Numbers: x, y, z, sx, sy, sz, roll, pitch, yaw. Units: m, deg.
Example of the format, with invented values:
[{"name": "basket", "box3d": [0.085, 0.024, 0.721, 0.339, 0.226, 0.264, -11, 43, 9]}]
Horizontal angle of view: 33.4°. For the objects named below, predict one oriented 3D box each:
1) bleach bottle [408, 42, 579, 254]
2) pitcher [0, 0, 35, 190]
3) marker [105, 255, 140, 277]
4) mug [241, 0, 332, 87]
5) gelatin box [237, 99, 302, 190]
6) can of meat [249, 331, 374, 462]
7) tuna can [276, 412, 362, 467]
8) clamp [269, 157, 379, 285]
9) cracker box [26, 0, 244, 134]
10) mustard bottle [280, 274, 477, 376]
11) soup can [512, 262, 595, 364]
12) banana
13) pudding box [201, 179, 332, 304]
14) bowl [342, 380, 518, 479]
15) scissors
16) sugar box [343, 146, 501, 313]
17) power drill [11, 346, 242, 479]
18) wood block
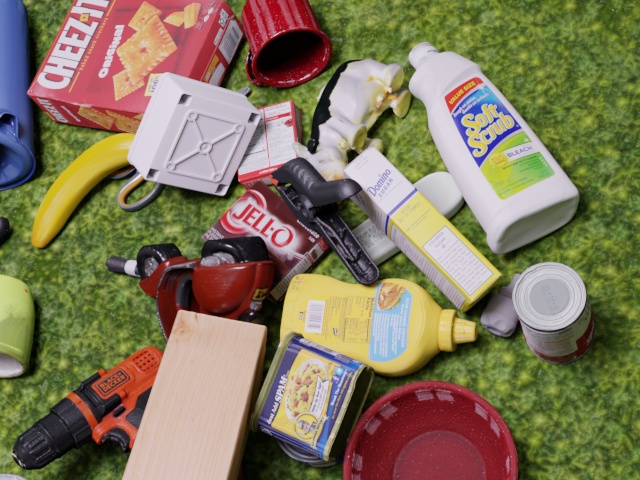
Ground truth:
[{"name": "bleach bottle", "box3d": [0.157, -0.109, 1.099, 0.102, 0.068, 0.251, -24, 59, -13]}, {"name": "pitcher", "box3d": [-0.420, -0.185, 1.301, 0.149, 0.145, 0.243, -8, 61, 2]}, {"name": "marker", "box3d": [-0.186, 0.035, 1.181, 0.121, 0.020, 0.020, 11, 72, 22]}, {"name": "mug", "box3d": [-0.049, -0.227, 1.217, 0.117, 0.093, 0.081, -47, 49, 37]}, {"name": "gelatin box", "box3d": [-0.057, -0.107, 1.193, 0.073, 0.030, 0.089, -14, 64, 14]}, {"name": "can of meat", "box3d": [-0.007, 0.148, 1.006, 0.084, 0.057, 0.102, 21, 88, 22]}, {"name": "tuna can", "box3d": [-0.002, 0.179, 1.051, 0.086, 0.033, 0.086, -7, 66, 16]}, {"name": "clamp", "box3d": [0.000, -0.042, 1.059, 0.039, 0.120, 0.172, -26, 46, -25]}, {"name": "cracker box", "box3d": [-0.218, -0.211, 1.259, 0.214, 0.072, 0.164, 12, 69, 26]}, {"name": "mustard bottle", "box3d": [0.059, 0.085, 1.056, 0.192, 0.058, 0.096, 2, 70, 19]}, {"name": "soup can", "box3d": [0.216, 0.068, 0.987, 0.068, 0.102, 0.068, -7, 66, 15]}, {"name": "banana", "box3d": [-0.265, -0.068, 1.227, 0.198, 0.037, 0.070, -33, 55, 16]}, {"name": "pudding box", "box3d": [-0.058, 0.002, 1.141, 0.090, 0.039, 0.114, -47, 63, -6]}, {"name": "bowl", "box3d": [0.105, 0.214, 0.988, 0.162, 0.055, 0.162, -7, 66, 16]}, {"name": "scissors", "box3d": [-0.177, -0.122, 1.247, 0.096, 0.016, 0.201, 35, 82, 27]}, {"name": "sugar box", "box3d": [0.096, -0.009, 1.038, 0.048, 0.093, 0.176, -40, 80, -6]}, {"name": "power drill", "box3d": [-0.184, 0.209, 1.055, 0.184, 0.057, 0.188, -36, 62, -28]}, {"name": "wood block", "box3d": [-0.115, 0.177, 0.992, 0.091, 0.090, 0.206, 10, 46, 3]}]
